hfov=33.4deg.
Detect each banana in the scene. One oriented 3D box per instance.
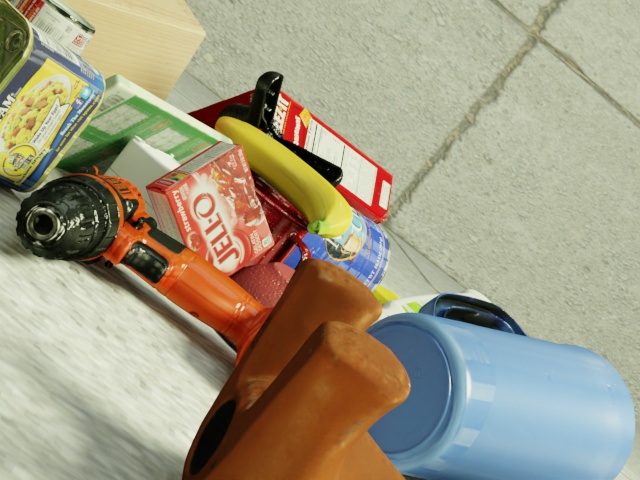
[{"bbox_3d":[-0.024,-0.052,0.912,0.069,0.037,0.198,36,6,-43],"label":"banana"}]

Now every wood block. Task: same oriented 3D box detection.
[{"bbox_3d":[-0.220,-0.200,0.960,0.205,0.091,0.090,8,39,-45],"label":"wood block"}]

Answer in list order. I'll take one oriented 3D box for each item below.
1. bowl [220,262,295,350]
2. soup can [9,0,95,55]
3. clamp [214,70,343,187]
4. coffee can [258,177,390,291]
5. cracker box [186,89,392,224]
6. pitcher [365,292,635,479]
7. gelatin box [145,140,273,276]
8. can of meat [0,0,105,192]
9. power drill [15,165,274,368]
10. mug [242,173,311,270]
[{"bbox_3d":[-0.015,0.066,0.807,0.162,0.055,0.162,38,6,-5],"label":"bowl"},{"bbox_3d":[-0.236,-0.148,0.854,0.068,0.102,0.068,38,7,-5],"label":"soup can"},{"bbox_3d":[-0.047,-0.089,1.005,0.120,0.039,0.172,58,-24,-8],"label":"clamp"},{"bbox_3d":[-0.008,-0.002,1.124,0.140,0.103,0.103,33,8,-41],"label":"coffee can"},{"bbox_3d":[-0.049,-0.074,1.190,0.164,0.072,0.213,-13,-33,39],"label":"cracker box"},{"bbox_3d":[0.121,0.117,0.801,0.149,0.145,0.242,16,-3,42],"label":"pitcher"},{"bbox_3d":[-0.078,-0.017,0.775,0.030,0.073,0.089,16,-49,45],"label":"gelatin box"},{"bbox_3d":[-0.194,-0.086,0.664,0.057,0.102,0.083,42,5,29],"label":"can of meat"},{"bbox_3d":[-0.090,0.025,0.655,0.187,0.057,0.184,38,6,-2],"label":"power drill"},{"bbox_3d":[-0.056,0.001,0.913,0.117,0.081,0.093,42,7,28],"label":"mug"}]
